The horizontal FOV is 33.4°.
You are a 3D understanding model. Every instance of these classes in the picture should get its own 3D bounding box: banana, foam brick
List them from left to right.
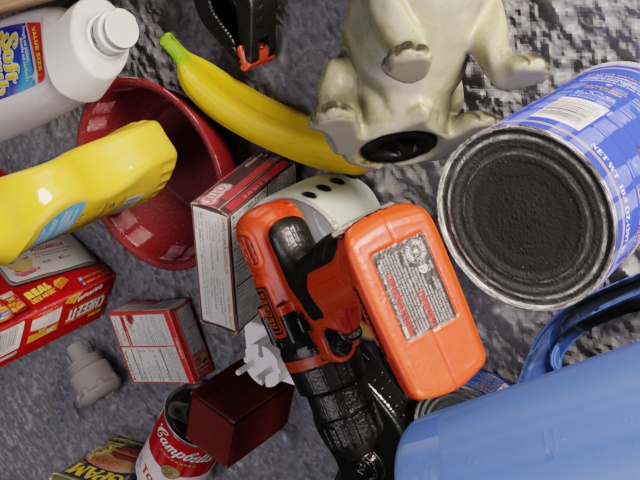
[{"bbox_3d":[-0.069,0.143,0.903,0.053,0.078,0.051,30,127,28],"label":"foam brick"},{"bbox_3d":[-0.034,-0.087,0.777,0.198,0.069,0.037,28,84,19],"label":"banana"}]

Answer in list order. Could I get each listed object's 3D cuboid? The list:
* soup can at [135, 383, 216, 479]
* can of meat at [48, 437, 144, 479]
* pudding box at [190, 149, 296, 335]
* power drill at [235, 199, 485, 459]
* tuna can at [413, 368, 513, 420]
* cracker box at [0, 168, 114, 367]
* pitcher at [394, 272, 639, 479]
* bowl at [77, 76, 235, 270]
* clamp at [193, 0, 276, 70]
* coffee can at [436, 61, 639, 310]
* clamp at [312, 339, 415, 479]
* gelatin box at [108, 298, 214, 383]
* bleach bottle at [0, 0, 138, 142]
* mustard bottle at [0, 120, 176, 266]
[{"bbox_3d":[-0.125,0.188,0.978,0.068,0.068,0.102,43,132,15],"label":"soup can"},{"bbox_3d":[-0.202,0.242,1.055,0.102,0.083,0.057,6,114,37],"label":"can of meat"},{"bbox_3d":[-0.055,0.001,0.808,0.039,0.089,0.113,18,128,27],"label":"pudding box"},{"bbox_3d":[0.021,0.055,0.651,0.188,0.057,0.184,-14,101,64],"label":"power drill"},{"bbox_3d":[0.113,0.137,0.780,0.086,0.033,0.086,18,121,32],"label":"tuna can"},{"bbox_3d":[-0.326,0.017,0.994,0.214,0.163,0.072,39,128,18],"label":"cracker box"},{"bbox_3d":[0.169,0.120,0.637,0.243,0.149,0.145,-22,103,31],"label":"pitcher"},{"bbox_3d":[-0.122,-0.059,0.863,0.162,0.055,0.162,18,121,32],"label":"bowl"},{"bbox_3d":[-0.069,-0.209,0.755,0.171,0.039,0.120,62,151,-5],"label":"clamp"},{"bbox_3d":[0.144,-0.034,0.599,0.103,0.140,0.103,18,121,32],"label":"coffee can"},{"bbox_3d":[0.037,0.177,0.857,0.165,0.036,0.210,-7,111,41],"label":"clamp"},{"bbox_3d":[-0.146,0.092,0.975,0.089,0.030,0.073,-5,108,41],"label":"gelatin box"},{"bbox_3d":[-0.224,-0.147,0.860,0.251,0.067,0.102,-9,75,48],"label":"bleach bottle"},{"bbox_3d":[-0.197,-0.028,0.769,0.096,0.191,0.058,-31,91,44],"label":"mustard bottle"}]
